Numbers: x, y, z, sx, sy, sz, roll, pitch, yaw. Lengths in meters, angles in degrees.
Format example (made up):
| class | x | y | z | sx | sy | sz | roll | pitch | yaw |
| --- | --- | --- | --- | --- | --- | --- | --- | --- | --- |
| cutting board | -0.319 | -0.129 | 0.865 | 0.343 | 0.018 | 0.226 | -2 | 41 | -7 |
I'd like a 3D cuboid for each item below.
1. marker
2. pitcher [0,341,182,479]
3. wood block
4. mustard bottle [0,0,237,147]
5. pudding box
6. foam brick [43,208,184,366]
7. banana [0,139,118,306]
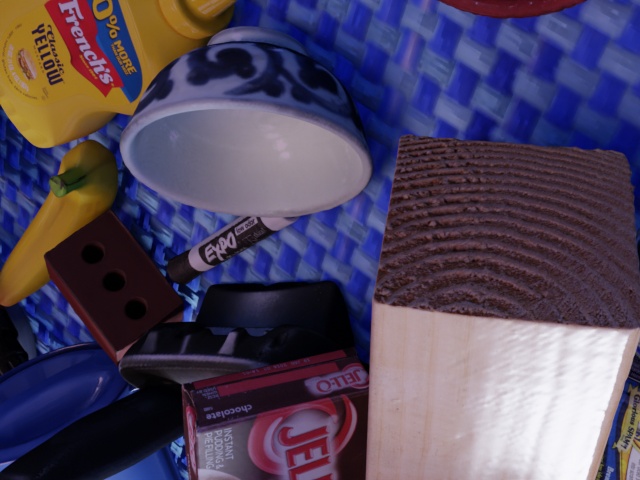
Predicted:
| class | x | y | z | sx | sy | sz | roll | pitch | yaw |
| --- | --- | --- | --- | --- | --- | --- | --- | --- | --- |
| marker | -0.054 | 0.001 | 0.622 | 0.121 | 0.020 | 0.020 | -28 | 93 | 47 |
| pitcher | -0.134 | 0.197 | 0.728 | 0.149 | 0.144 | 0.243 | 5 | 124 | 46 |
| wood block | 0.068 | 0.066 | 0.449 | 0.090 | 0.090 | 0.206 | 5 | 135 | 6 |
| mustard bottle | -0.110 | -0.113 | 0.579 | 0.192 | 0.058 | 0.096 | -9 | 101 | 44 |
| pudding box | -0.020 | 0.112 | 0.533 | 0.039 | 0.090 | 0.113 | -118 | 23 | -49 |
| foam brick | -0.129 | 0.031 | 0.671 | 0.078 | 0.053 | 0.051 | 50 | 161 | 6 |
| banana | -0.166 | -0.015 | 0.677 | 0.037 | 0.069 | 0.198 | 53 | 146 | 6 |
